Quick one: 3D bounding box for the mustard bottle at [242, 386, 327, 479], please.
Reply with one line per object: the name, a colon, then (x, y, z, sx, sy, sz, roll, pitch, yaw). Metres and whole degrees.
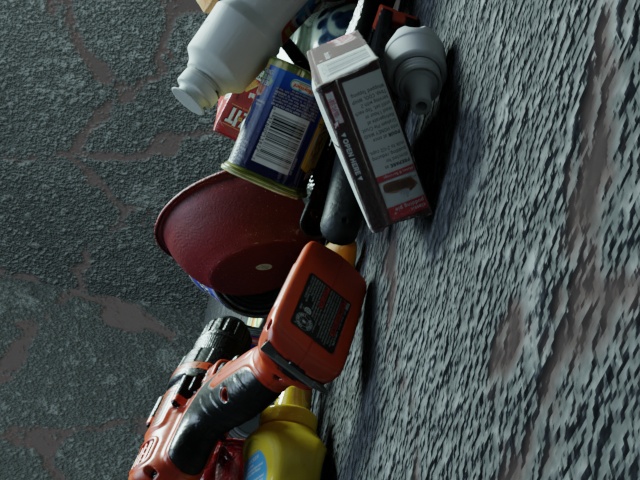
mustard bottle: (-0.029, 0.185, 0.708, 0.096, 0.058, 0.191, 113, 166, -54)

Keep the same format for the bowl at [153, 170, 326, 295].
bowl: (-0.056, 0.001, 0.902, 0.162, 0.162, 0.055, 112, 146, -56)

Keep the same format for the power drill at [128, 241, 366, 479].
power drill: (-0.048, 0.083, 0.737, 0.188, 0.057, 0.184, -44, 16, 36)

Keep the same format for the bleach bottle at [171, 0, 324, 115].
bleach bottle: (-0.019, -0.190, 0.772, 0.250, 0.068, 0.103, -52, 4, -13)

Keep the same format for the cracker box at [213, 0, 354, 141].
cracker box: (-0.029, -0.205, 1.081, 0.214, 0.072, 0.164, -61, 11, 14)

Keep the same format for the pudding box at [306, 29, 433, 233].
pudding box: (0.026, -0.064, 0.601, 0.113, 0.039, 0.090, -95, -17, -71)

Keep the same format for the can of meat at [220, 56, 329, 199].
can of meat: (-0.023, -0.078, 0.755, 0.102, 0.057, 0.084, -34, -33, -84)

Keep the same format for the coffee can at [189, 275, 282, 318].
coffee can: (-0.076, 0.017, 1.067, 0.140, 0.102, 0.103, -163, 85, -73)

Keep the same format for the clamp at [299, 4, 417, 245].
clamp: (0.027, -0.072, 0.713, 0.120, 0.039, 0.171, -132, 58, -73)

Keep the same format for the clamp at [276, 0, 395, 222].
clamp: (0.015, -0.114, 0.826, 0.165, 0.036, 0.210, -34, 51, 46)
